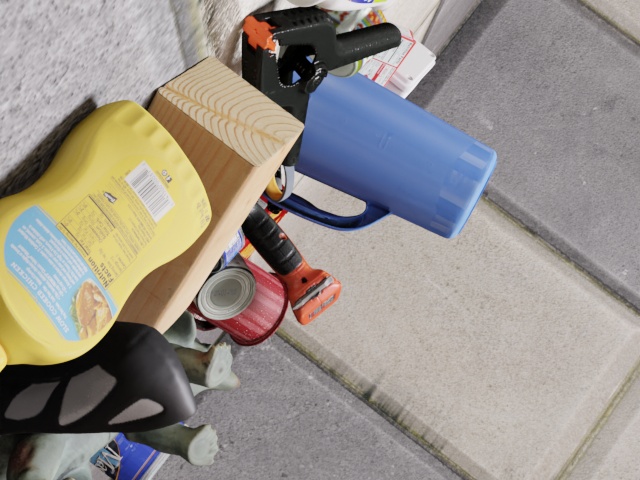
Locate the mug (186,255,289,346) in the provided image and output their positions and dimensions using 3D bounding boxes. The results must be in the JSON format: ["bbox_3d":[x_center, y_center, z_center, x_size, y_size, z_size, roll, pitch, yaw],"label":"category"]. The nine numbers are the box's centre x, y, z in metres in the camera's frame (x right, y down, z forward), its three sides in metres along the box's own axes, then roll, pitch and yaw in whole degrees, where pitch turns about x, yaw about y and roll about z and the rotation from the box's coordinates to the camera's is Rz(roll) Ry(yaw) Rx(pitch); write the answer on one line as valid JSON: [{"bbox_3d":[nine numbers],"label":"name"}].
[{"bbox_3d":[-0.105,0.066,1.201,0.117,0.081,0.093,-28,-132,26],"label":"mug"}]

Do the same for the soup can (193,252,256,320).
[{"bbox_3d":[-0.117,0.028,1.124,0.068,0.068,0.102,-54,-138,14],"label":"soup can"}]

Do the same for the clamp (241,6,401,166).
[{"bbox_3d":[-0.007,-0.152,0.907,0.164,0.036,0.210,-47,160,1],"label":"clamp"}]

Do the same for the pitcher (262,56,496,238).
[{"bbox_3d":[0.055,-0.091,1.147,0.144,0.243,0.149,-57,173,-49],"label":"pitcher"}]

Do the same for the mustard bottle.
[{"bbox_3d":[-0.147,0.012,0.598,0.058,0.096,0.191,-3,-142,45],"label":"mustard bottle"}]

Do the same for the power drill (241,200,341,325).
[{"bbox_3d":[-0.057,0.001,1.122,0.057,0.188,0.184,-40,173,-5],"label":"power drill"}]

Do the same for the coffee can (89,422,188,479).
[{"bbox_3d":[-0.241,0.219,1.257,0.103,0.140,0.103,-53,178,-3],"label":"coffee can"}]

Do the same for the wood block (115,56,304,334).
[{"bbox_3d":[-0.111,-0.023,0.816,0.206,0.091,0.090,-54,177,34],"label":"wood block"}]

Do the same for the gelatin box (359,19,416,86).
[{"bbox_3d":[0.051,-0.218,1.203,0.073,0.089,0.030,-54,-148,33],"label":"gelatin box"}]
